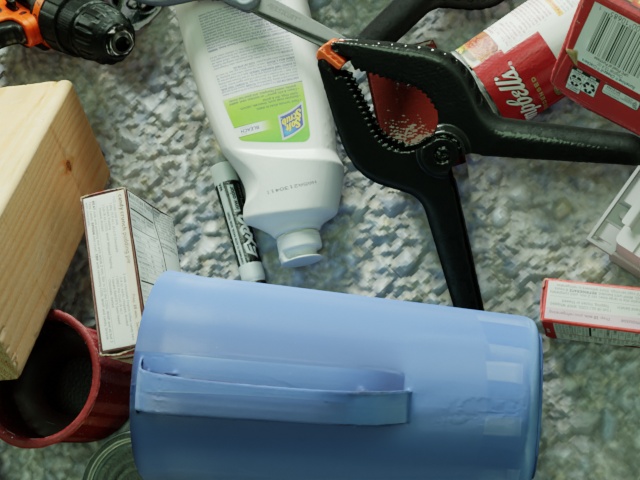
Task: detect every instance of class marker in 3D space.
[{"bbox_3d":[-0.055,0.001,0.764,0.020,0.020,0.121,-20,73,10],"label":"marker"}]

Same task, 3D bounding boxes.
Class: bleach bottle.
[{"bbox_3d":[-0.045,-0.103,0.763,0.102,0.068,0.251,-14,77,9],"label":"bleach bottle"}]

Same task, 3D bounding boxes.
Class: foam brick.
[{"bbox_3d":[0.065,-0.089,0.734,0.051,0.053,0.078,-14,74,12],"label":"foam brick"}]

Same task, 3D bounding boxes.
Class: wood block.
[{"bbox_3d":[-0.223,-0.011,0.720,0.090,0.091,0.206,-5,40,14],"label":"wood block"}]

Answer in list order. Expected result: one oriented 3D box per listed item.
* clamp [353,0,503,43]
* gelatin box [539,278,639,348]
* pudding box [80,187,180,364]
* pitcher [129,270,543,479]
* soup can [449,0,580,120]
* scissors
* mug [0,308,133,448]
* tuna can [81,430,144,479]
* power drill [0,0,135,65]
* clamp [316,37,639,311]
[{"bbox_3d":[0.075,-0.178,0.727,0.171,0.039,0.120,-8,71,-8],"label":"clamp"},{"bbox_3d":[0.183,0.046,0.661,0.089,0.073,0.030,5,79,16],"label":"gelatin box"},{"bbox_3d":[-0.126,0.028,0.740,0.039,0.090,0.113,-15,75,11],"label":"pudding box"},{"bbox_3d":[0.010,0.093,0.652,0.243,0.145,0.149,3,41,8],"label":"pitcher"},{"bbox_3d":[0.147,-0.125,0.712,0.102,0.068,0.068,-33,72,6],"label":"soup can"},{"bbox_3d":[-0.053,-0.188,0.739,0.202,0.016,0.096,13,82,9],"label":"scissors"},{"bbox_3d":[-0.184,0.089,0.746,0.093,0.081,0.117,-34,72,6],"label":"mug"},{"bbox_3d":[-0.121,0.173,0.736,0.086,0.033,0.086,-3,77,14],"label":"tuna can"},{"bbox_3d":[-0.246,-0.137,0.765,0.187,0.057,0.185,-30,38,-28],"label":"power drill"},{"bbox_3d":[0.077,-0.048,0.682,0.210,0.036,0.165,33,108,-1],"label":"clamp"}]
